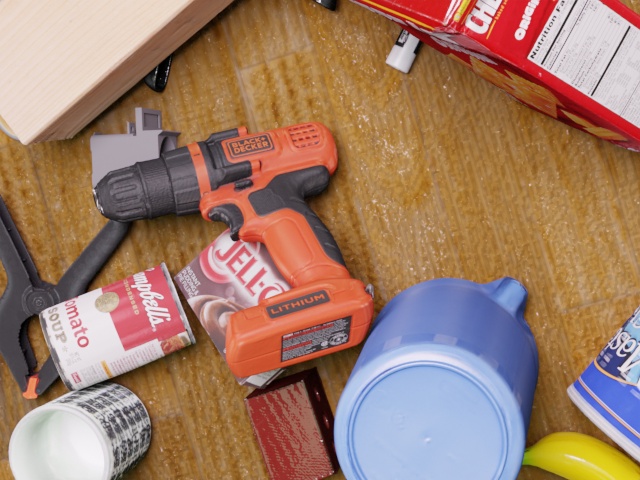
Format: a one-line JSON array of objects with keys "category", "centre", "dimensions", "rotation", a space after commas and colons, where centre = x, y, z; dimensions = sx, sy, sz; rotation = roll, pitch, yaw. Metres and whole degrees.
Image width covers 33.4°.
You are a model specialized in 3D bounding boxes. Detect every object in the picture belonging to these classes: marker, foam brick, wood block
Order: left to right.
[{"category": "wood block", "centre": [-0.151, -0.169, 0.776], "dimensions": [0.206, 0.090, 0.091], "rotation": [-37, 90, 15]}, {"category": "foam brick", "centre": [-0.019, 0.145, 0.822], "dimensions": [0.051, 0.053, 0.078], "rotation": [-19, 91, 11]}, {"category": "marker", "centre": [0.084, -0.184, 0.799], "dimensions": [0.020, 0.020, 0.121], "rotation": [28, 98, 7]}]

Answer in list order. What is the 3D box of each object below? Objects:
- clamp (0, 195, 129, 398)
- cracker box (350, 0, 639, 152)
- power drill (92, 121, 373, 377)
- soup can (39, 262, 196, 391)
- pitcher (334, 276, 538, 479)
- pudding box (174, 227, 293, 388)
[{"category": "clamp", "centre": [-0.211, 0.042, 0.858], "dimensions": [0.120, 0.039, 0.171], "rotation": [1, 102, 9]}, {"category": "cracker box", "centre": [0.116, -0.137, 0.674], "dimensions": [0.213, 0.164, 0.072], "rotation": [21, 100, -37]}, {"category": "power drill", "centre": [-0.055, 0.001, 0.755], "dimensions": [0.184, 0.057, 0.188], "rotation": [-15, 56, -11]}, {"category": "soup can", "centre": [-0.155, 0.066, 0.819], "dimensions": [0.102, 0.068, 0.068], "rotation": [-21, 90, -8]}, {"category": "pitcher", "centre": [0.074, 0.111, 0.707], "dimensions": [0.145, 0.242, 0.149], "rotation": [-5, 93, 11]}, {"category": "pudding box", "centre": [-0.047, 0.042, 0.809], "dimensions": [0.090, 0.039, 0.113], "rotation": [-42, 62, 11]}]
